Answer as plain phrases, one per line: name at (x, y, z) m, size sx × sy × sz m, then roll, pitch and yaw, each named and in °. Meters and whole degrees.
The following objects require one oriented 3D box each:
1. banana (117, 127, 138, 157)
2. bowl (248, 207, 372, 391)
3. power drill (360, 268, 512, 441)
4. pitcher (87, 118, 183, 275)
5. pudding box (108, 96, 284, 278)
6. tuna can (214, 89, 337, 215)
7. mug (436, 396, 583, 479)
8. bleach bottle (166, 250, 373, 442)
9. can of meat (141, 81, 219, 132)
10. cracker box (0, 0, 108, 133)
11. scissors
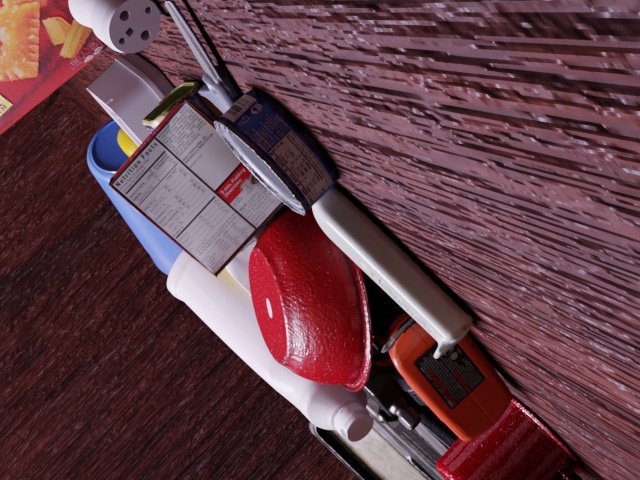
banana at (-0.197, -0.103, 1.190) m, size 0.069 × 0.037 × 0.198 m, roll 48°, pitch 177°, yaw -22°
bowl at (-0.016, 0.045, 0.824) m, size 0.162 × 0.055 × 0.162 m, roll 167°, pitch 90°, yaw -72°
power drill at (0.077, 0.093, 0.861) m, size 0.184 × 0.057 × 0.188 m, roll 48°, pitch 173°, yaw -22°
pitcher at (-0.215, -0.070, 1.436) m, size 0.149 × 0.145 × 0.242 m, roll 27°, pitch 161°, yaw 30°
pudding box at (-0.093, -0.041, 0.824) m, size 0.113 × 0.090 × 0.039 m, roll 43°, pitch -175°, yaw -11°
tuna can at (-0.029, -0.058, 0.705) m, size 0.086 × 0.033 × 0.086 m, roll 45°, pitch 173°, yaw 6°
mug at (0.154, 0.185, 0.844) m, size 0.117 × 0.081 × 0.093 m, roll 39°, pitch 171°, yaw 44°
bleach bottle at (-0.040, 0.094, 0.979) m, size 0.102 × 0.068 × 0.251 m, roll 21°, pitch -164°, yaw -46°
can of meat at (-0.100, -0.084, 0.887) m, size 0.084 × 0.057 × 0.102 m, roll 49°, pitch 173°, yaw -16°
cracker box at (-0.298, -0.202, 0.896) m, size 0.072 × 0.164 × 0.213 m, roll 51°, pitch 179°, yaw 41°
scissors at (-0.079, -0.115, 0.749) m, size 0.096 × 0.016 × 0.201 m, roll 40°, pitch 171°, yaw 40°
